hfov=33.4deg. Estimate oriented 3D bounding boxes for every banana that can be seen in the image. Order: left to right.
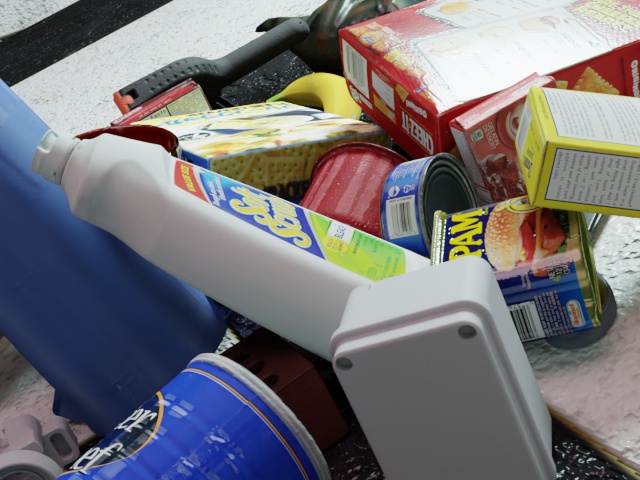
[{"bbox_3d":[0.005,-0.140,1.095,0.069,0.037,0.198,-47,25,-3],"label":"banana"}]

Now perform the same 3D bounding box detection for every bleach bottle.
[{"bbox_3d":[-0.054,0.001,0.634,0.102,0.251,0.068,-69,4,-68],"label":"bleach bottle"}]

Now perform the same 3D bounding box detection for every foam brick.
[{"bbox_3d":[-0.029,0.095,0.631,0.053,0.051,0.078,-33,25,-14],"label":"foam brick"}]

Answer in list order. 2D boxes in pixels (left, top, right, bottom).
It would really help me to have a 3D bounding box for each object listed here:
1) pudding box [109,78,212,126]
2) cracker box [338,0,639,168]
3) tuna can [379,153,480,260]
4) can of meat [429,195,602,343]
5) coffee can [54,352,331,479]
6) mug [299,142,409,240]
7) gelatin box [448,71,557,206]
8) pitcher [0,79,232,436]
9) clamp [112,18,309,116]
[{"bbox_3d":[-0.135,-0.085,1.022,0.090,0.113,0.039,-30,27,-10],"label":"pudding box"},{"bbox_3d":[0.145,-0.135,0.822,0.213,0.072,0.164,-21,38,-15],"label":"cracker box"},{"bbox_3d":[0.074,-0.013,0.704,0.034,0.086,0.086,-10,28,34],"label":"tuna can"},{"bbox_3d":[0.111,0.016,0.606,0.084,0.057,0.102,-14,28,17],"label":"can of meat"},{"bbox_3d":[-0.078,0.138,0.528,0.140,0.103,0.103,-40,28,-28],"label":"coffee can"},{"bbox_3d":[0.017,-0.002,0.752,0.117,0.093,0.081,-47,11,43],"label":"mug"},{"bbox_3d":[0.137,-0.059,0.730,0.073,0.089,0.030,-29,27,-9],"label":"gelatin box"},{"bbox_3d":[-0.174,0.001,0.718,0.145,0.242,0.149,-7,39,52],"label":"pitcher"},{"bbox_3d":[-0.112,-0.160,1.077,0.209,0.036,0.165,-16,-25,-47],"label":"clamp"}]
